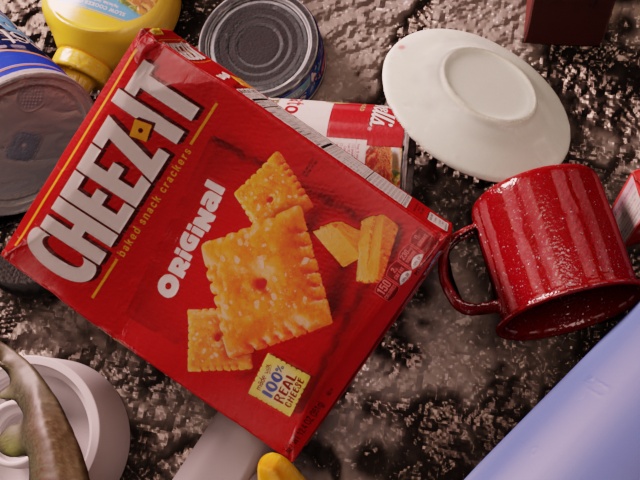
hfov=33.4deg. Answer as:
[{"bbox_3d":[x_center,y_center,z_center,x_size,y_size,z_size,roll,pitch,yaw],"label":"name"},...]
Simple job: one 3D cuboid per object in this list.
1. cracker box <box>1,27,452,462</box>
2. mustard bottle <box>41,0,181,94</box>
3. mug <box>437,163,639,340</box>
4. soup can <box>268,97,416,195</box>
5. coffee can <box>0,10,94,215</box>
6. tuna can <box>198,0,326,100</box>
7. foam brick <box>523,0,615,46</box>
[{"bbox_3d":[-0.054,0.001,0.633,0.213,0.072,0.164,35,100,2],"label":"cracker box"},{"bbox_3d":[-0.140,-0.181,0.747,0.096,0.058,0.191,18,78,11],"label":"mustard bottle"},{"bbox_3d":[0.128,0.009,0.644,0.117,0.093,0.081,-14,69,2],"label":"mug"},{"bbox_3d":[0.008,-0.056,0.688,0.102,0.068,0.068,5,75,9],"label":"soup can"},{"bbox_3d":[-0.225,-0.096,0.694,0.103,0.102,0.140,-44,57,-6],"label":"coffee can"},{"bbox_3d":[-0.040,-0.128,0.732,0.086,0.033,0.086,-2,74,7],"label":"tuna can"},{"bbox_3d":[0.163,-0.167,0.694,0.053,0.078,0.051,6,75,7],"label":"foam brick"}]
